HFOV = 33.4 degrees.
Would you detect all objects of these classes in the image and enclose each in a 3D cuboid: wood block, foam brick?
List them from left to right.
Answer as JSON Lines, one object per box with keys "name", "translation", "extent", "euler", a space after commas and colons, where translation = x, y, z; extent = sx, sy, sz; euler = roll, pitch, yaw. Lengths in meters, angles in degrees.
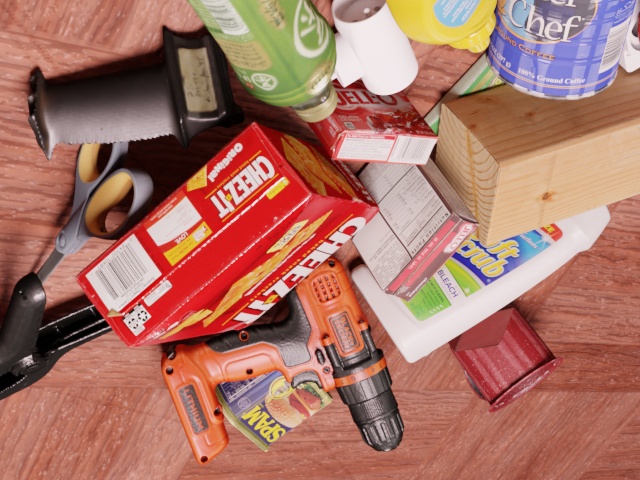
{"name": "foam brick", "translation": [0.140, 0.060, 1.030], "extent": [0.052, 0.078, 0.051], "euler": [-8, 136, -25]}
{"name": "wood block", "translation": [0.209, -0.082, 0.894], "extent": [0.205, 0.090, 0.091], "euler": [-18, 138, -18]}

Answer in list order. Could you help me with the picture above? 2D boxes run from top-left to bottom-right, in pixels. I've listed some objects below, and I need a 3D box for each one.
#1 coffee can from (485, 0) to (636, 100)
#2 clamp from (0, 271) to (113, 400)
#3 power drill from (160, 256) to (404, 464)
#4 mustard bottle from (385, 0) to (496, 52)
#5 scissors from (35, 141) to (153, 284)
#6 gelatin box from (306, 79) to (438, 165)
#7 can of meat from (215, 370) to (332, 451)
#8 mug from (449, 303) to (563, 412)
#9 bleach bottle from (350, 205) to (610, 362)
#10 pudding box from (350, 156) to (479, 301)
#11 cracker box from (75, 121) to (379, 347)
{"name": "coffee can", "translation": [0.181, -0.189, 0.778], "extent": [0.102, 0.103, 0.140], "euler": [-16, 138, -18]}
{"name": "clamp", "translation": [-0.232, 0.081, 0.825], "extent": [0.210, 0.036, 0.164], "euler": [-32, 162, 16]}
{"name": "power drill", "translation": [-0.034, 0.128, 0.943], "extent": [0.187, 0.184, 0.057], "euler": [-22, -177, -6]}
{"name": "mustard bottle", "translation": [0.078, -0.192, 0.734], "extent": [0.191, 0.058, 0.096], "euler": [45, 65, -50]}
{"name": "scissors", "translation": [-0.183, -0.021, 0.783], "extent": [0.016, 0.096, 0.202], "euler": [4, 160, -41]}
{"name": "gelatin box", "translation": [0.034, -0.092, 0.812], "extent": [0.089, 0.073, 0.030], "euler": [1, 130, -31]}
{"name": "can of meat", "translation": [-0.046, 0.144, 1.019], "extent": [0.084, 0.057, 0.102], "euler": [-36, 141, 1]}
{"name": "mug", "translation": [0.184, 0.124, 1.108], "extent": [0.093, 0.081, 0.117], "euler": [-23, 157, -31]}
{"name": "bleach bottle", "translation": [0.158, 0.003, 0.968], "extent": [0.251, 0.103, 0.068], "euler": [-33, 156, 0]}
{"name": "pudding box", "translation": [0.067, -0.020, 0.874], "extent": [0.039, 0.113, 0.090], "euler": [20, 119, -43]}
{"name": "cracker box", "translation": [-0.055, 0.001, 0.783], "extent": [0.164, 0.072, 0.213], "euler": [-40, 169, 11]}
